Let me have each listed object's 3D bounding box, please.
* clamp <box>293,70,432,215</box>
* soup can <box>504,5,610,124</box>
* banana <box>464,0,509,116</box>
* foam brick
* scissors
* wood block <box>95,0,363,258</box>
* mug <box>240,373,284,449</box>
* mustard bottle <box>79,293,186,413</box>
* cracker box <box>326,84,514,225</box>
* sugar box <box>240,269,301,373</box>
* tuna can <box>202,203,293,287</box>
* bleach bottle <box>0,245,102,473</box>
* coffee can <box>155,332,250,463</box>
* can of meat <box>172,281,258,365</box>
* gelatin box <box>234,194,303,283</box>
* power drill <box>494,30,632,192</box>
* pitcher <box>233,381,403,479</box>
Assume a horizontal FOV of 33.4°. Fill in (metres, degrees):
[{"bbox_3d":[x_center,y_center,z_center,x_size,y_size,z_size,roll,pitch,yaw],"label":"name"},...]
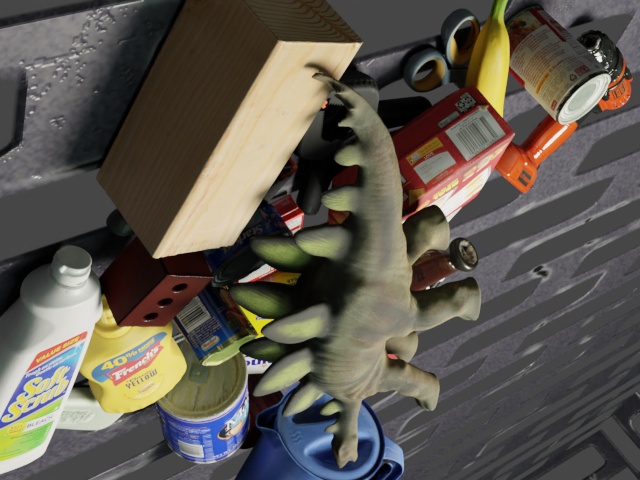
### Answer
[{"bbox_3d":[0.013,-0.094,0.969,0.165,0.036,0.209,-43,159,10],"label":"clamp"},{"bbox_3d":[0.225,-0.172,1.045,0.068,0.102,0.068,-31,155,-16],"label":"soup can"},{"bbox_3d":[0.165,-0.148,1.035,0.069,0.037,0.198,-57,163,-22],"label":"banana"},{"bbox_3d":[-0.139,0.032,0.896,0.052,0.051,0.078,4,141,-48],"label":"foam brick"},{"bbox_3d":[0.124,-0.151,1.045,0.096,0.016,0.201,-37,156,-9],"label":"scissors"},{"bbox_3d":[-0.072,-0.093,0.786,0.090,0.091,0.206,-10,144,-48],"label":"wood block"},{"bbox_3d":[-0.084,0.201,1.305,0.093,0.081,0.117,-40,156,4],"label":"mug"},{"bbox_3d":[-0.185,0.099,1.011,0.096,0.058,0.191,-27,154,-13],"label":"mustard bottle"},{"bbox_3d":[0.088,-0.052,1.054,0.164,0.072,0.214,-35,170,-9],"label":"cracker box"},{"bbox_3d":[-0.049,0.088,1.159,0.093,0.048,0.176,-2,145,-7],"label":"sugar box"},{"bbox_3d":[-0.069,0.004,0.951,0.086,0.034,0.086,-32,167,-8],"label":"tuna can"},{"bbox_3d":[-0.254,0.103,0.920,0.102,0.068,0.251,-13,143,-44],"label":"bleach bottle"},{"bbox_3d":[-0.129,0.172,1.164,0.102,0.103,0.140,-30,155,-18],"label":"coffee can"},{"bbox_3d":[-0.106,0.069,1.005,0.057,0.084,0.102,-34,172,2],"label":"can of meat"},{"bbox_3d":[-0.057,0.001,1.051,0.073,0.030,0.089,-27,154,-21],"label":"gelatin box"},{"bbox_3d":[0.269,-0.145,1.209,0.188,0.057,0.184,-43,156,11],"label":"power drill"},{"bbox_3d":[-0.022,0.284,1.269,0.144,0.149,0.243,-27,158,-42],"label":"pitcher"}]
